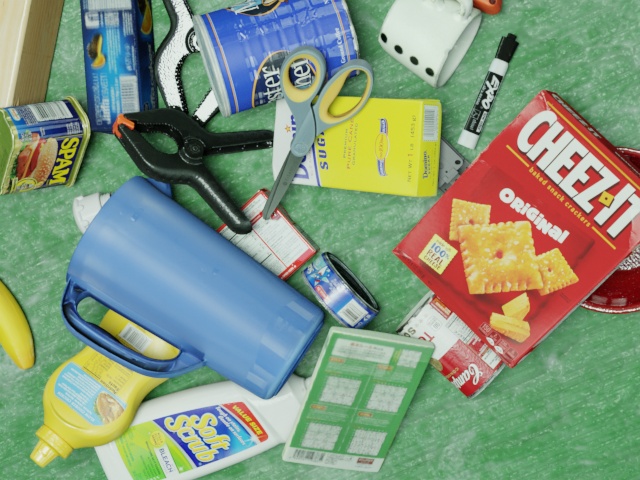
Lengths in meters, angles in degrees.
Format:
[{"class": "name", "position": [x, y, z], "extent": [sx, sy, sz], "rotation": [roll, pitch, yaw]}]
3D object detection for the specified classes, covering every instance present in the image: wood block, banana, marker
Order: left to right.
[{"class": "banana", "position": [-0.381, 0.059, 1.177], "extent": [0.198, 0.037, 0.070], "rotation": [38, 117, 5]}, {"class": "wood block", "position": [-0.326, -0.245, 1.108], "extent": [0.090, 0.090, 0.206], "rotation": [14, 97, 7]}, {"class": "marker", "position": [0.170, -0.151, 1.076], "extent": [0.020, 0.020, 0.121], "rotation": [23, 98, 6]}]

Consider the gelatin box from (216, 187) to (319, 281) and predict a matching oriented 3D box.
[{"class": "gelatin box", "position": [-0.057, 0.001, 1.121], "extent": [0.073, 0.030, 0.089], "rotation": [-42, 88, 11]}]

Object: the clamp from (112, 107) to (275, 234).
[{"class": "clamp", "position": [-0.127, -0.076, 1.074], "extent": [0.171, 0.039, 0.120], "rotation": [13, 61, -15]}]

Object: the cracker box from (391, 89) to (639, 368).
[{"class": "cracker box", "position": [0.199, -0.010, 1.011], "extent": [0.164, 0.072, 0.214], "rotation": [46, 109, 13]}]

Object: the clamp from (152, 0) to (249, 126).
[{"class": "clamp", "position": [-0.110, -0.210, 1.105], "extent": [0.164, 0.036, 0.210], "rotation": [5, 99, 2]}]

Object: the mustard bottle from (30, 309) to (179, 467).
[{"class": "mustard bottle", "position": [-0.228, 0.155, 1.105], "extent": [0.096, 0.058, 0.191], "rotation": [35, 69, 13]}]

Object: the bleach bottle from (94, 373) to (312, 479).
[{"class": "bleach bottle", "position": [-0.111, 0.190, 1.132], "extent": [0.251, 0.068, 0.102], "rotation": [-22, 94, 8]}]

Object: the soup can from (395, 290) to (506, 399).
[{"class": "soup can", "position": [0.135, 0.102, 1.081], "extent": [0.102, 0.068, 0.068], "rotation": [42, 100, 3]}]

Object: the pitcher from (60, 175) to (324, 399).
[{"class": "pitcher", "position": [-0.127, 0.060, 1.063], "extent": [0.243, 0.144, 0.149], "rotation": [33, 110, 5]}]

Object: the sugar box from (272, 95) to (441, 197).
[{"class": "sugar box", "position": [0.032, -0.096, 1.053], "extent": [0.176, 0.048, 0.093], "rotation": [7, 97, 34]}]

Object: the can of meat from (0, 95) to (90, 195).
[{"class": "can of meat", "position": [-0.295, -0.096, 1.098], "extent": [0.057, 0.083, 0.102], "rotation": [55, 137, 24]}]

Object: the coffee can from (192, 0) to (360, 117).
[{"class": "coffee can", "position": [-0.043, -0.189, 1.046], "extent": [0.140, 0.103, 0.103], "rotation": [-18, 93, -6]}]

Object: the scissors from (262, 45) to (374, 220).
[{"class": "scissors", "position": [-0.030, -0.108, 1.030], "extent": [0.096, 0.016, 0.202], "rotation": [35, 120, -19]}]

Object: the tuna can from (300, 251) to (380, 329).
[{"class": "tuna can", "position": [0.021, 0.052, 1.086], "extent": [0.034, 0.086, 0.086], "rotation": [-42, 88, 8]}]
